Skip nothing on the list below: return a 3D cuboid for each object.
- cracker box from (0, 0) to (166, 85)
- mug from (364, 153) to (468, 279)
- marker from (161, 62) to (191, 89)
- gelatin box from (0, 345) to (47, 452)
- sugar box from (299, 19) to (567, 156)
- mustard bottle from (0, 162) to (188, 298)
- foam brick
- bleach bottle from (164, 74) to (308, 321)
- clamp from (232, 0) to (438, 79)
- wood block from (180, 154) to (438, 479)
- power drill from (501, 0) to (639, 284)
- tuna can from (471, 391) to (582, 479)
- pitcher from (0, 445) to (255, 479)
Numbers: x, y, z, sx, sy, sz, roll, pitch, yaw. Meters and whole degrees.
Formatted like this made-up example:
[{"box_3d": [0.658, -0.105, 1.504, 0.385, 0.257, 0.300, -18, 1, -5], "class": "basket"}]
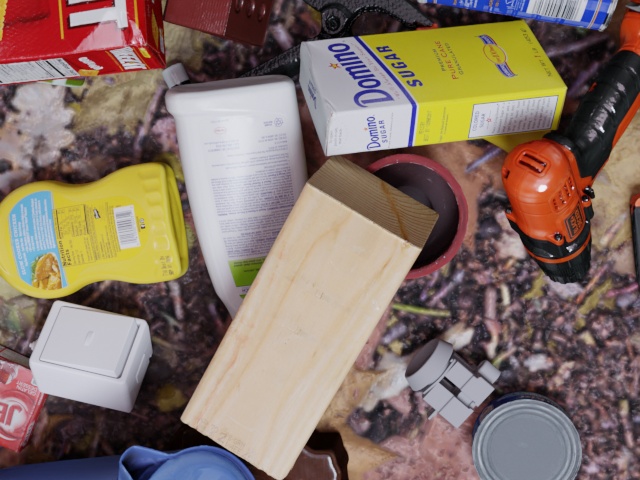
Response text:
[{"box_3d": [-0.228, -0.200, 0.773, 0.214, 0.072, 0.164, -5, 85, 3], "class": "cracker box"}, {"box_3d": [0.055, -0.020, 0.828, 0.117, 0.081, 0.093, -6, 95, 7], "class": "mug"}, {"box_3d": [-0.094, -0.087, 0.869, 0.020, 0.020, 0.121, -26, 92, 8], "class": "marker"}, {"box_3d": [-0.279, 0.129, 0.906, 0.089, 0.030, 0.073, 24, 98, 4], "class": "gelatin box"}, {"box_3d": [0.079, -0.114, 0.782, 0.176, 0.093, 0.048, -6, 134, -12], "class": "sugar box"}, {"box_3d": [-0.209, -0.003, 0.871, 0.192, 0.058, 0.096, -9, 94, 7], "class": "mustard bottle"}, {"box_3d": [-0.074, -0.180, 0.802, 0.051, 0.078, 0.053, 17, 99, 17], "class": "foam brick"}, {"box_3d": [-0.056, 0.001, 0.840, 0.102, 0.068, 0.251, -7, 105, -5], "class": "bleach bottle"}, {"box_3d": [0.005, -0.160, 0.842, 0.171, 0.039, 0.120, 16, 104, 11], "class": "clamp"}, {"box_3d": [-0.008, 0.055, 0.766, 0.090, 0.090, 0.206, 31, 112, 4], "class": "wood block"}, {"box_3d": [0.209, -0.067, 0.784, 0.057, 0.184, 0.187, 31, 80, 28], "class": "power drill"}, {"box_3d": [0.165, 0.166, 0.859, 0.086, 0.033, 0.086, 1, 96, 6], "class": "tuna can"}, {"box_3d": [-0.163, 0.235, 0.816, 0.243, 0.144, 0.149, -11, 73, 40], "class": "pitcher"}]
